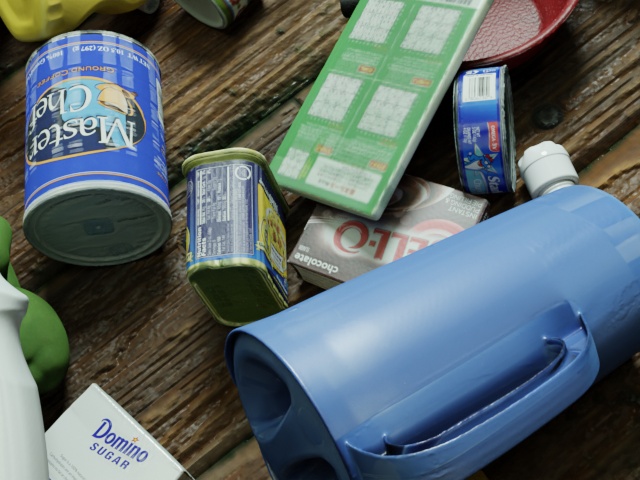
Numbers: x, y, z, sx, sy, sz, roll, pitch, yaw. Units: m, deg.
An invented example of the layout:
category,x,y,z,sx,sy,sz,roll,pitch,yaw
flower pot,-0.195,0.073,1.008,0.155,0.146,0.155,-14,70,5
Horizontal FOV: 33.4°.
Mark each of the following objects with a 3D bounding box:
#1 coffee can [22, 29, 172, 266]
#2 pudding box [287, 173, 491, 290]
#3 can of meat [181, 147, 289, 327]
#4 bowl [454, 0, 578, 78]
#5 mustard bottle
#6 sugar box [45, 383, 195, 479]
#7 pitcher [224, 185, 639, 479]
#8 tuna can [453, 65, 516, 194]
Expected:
category,x,y,z,sx,sy,sz,roll,pitch,yaw
coffee can,-0.164,-0.067,0.779,0.103,0.102,0.140,-13,59,7
pudding box,0.048,0.001,0.723,0.114,0.039,0.090,19,69,24
can of meat,-0.055,0.001,0.715,0.057,0.102,0.084,-8,62,9
bowl,0.116,-0.173,0.789,0.162,0.055,0.162,-8,57,13
mustard bottle,-0.175,-0.223,0.837,0.058,0.096,0.191,-1,22,32
sugar box,-0.171,0.187,0.674,0.093,0.048,0.176,38,74,25
pitcher,0.083,0.062,0.594,0.242,0.145,0.149,-26,59,-22
tuna can,0.112,-0.074,0.721,0.034,0.086,0.086,-3,61,14
